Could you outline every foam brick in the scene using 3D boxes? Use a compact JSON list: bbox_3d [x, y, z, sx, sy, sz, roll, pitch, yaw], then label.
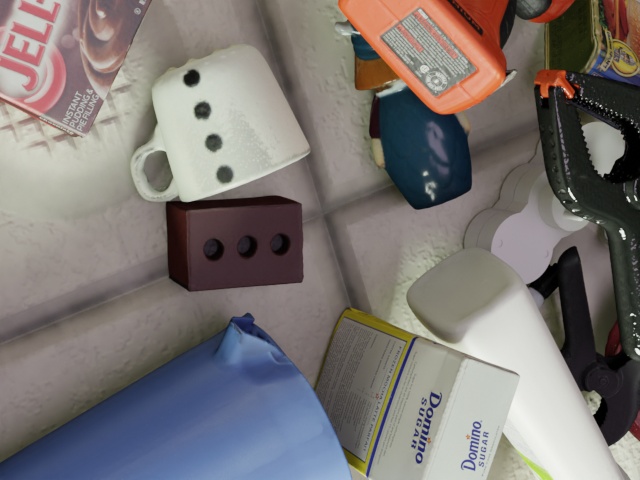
[{"bbox_3d":[-0.054,0.001,0.678,0.078,0.051,0.053,-5,99,-23],"label":"foam brick"}]

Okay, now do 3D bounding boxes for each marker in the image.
[{"bbox_3d":[0.139,0.063,0.787,0.121,0.020,0.020,-47,112,-11],"label":"marker"}]

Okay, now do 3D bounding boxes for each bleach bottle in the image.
[{"bbox_3d":[0.156,0.126,0.745,0.068,0.103,0.250,-35,112,-4],"label":"bleach bottle"}]

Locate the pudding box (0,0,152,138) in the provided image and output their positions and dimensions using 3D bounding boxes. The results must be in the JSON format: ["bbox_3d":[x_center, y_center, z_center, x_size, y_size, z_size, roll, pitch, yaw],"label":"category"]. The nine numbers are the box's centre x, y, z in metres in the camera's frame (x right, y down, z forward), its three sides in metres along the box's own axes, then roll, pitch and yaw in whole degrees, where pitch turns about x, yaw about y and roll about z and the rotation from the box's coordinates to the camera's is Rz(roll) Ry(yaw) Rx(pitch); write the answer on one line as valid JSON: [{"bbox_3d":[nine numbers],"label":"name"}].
[{"bbox_3d":[-0.157,-0.129,0.624,0.090,0.039,0.113,26,86,-24],"label":"pudding box"}]

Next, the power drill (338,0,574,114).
[{"bbox_3d":[0.080,-0.181,0.665,0.184,0.057,0.187,44,47,-13],"label":"power drill"}]

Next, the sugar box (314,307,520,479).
[{"bbox_3d":[0.050,0.103,0.668,0.048,0.176,0.093,20,89,-24],"label":"sugar box"}]

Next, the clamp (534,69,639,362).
[{"bbox_3d":[0.220,-0.042,0.714,0.164,0.036,0.210,-41,110,-9],"label":"clamp"}]

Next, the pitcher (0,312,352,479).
[{"bbox_3d":[-0.109,0.162,0.639,0.242,0.145,0.149,-27,85,-16],"label":"pitcher"}]
